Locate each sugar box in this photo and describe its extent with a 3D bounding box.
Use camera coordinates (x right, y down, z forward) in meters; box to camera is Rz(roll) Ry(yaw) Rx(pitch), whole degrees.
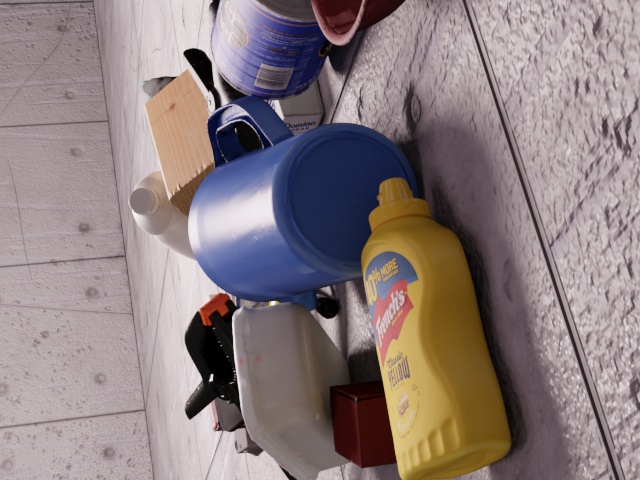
[{"bbox_3d":[-0.043,-0.113,1.047,0.176,0.048,0.093,110,151,-61],"label":"sugar box"}]

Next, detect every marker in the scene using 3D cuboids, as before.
[{"bbox_3d":[-0.006,0.057,1.019,0.121,0.020,0.020,-163,68,-74],"label":"marker"}]

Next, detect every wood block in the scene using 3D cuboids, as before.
[{"bbox_3d":[-0.130,-0.105,1.227,0.090,0.091,0.206,44,-166,-37],"label":"wood block"}]

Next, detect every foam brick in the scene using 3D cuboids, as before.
[{"bbox_3d":[0.043,0.135,0.795,0.078,0.053,0.051,173,92,-76],"label":"foam brick"}]

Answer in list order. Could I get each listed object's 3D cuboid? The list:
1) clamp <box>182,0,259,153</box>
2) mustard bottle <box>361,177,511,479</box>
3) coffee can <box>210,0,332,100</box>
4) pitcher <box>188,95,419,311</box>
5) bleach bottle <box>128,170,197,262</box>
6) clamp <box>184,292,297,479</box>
[{"bbox_3d":[-0.091,-0.146,1.041,0.120,0.039,0.171,119,132,-62],"label":"clamp"},{"bbox_3d":[0.065,0.049,0.672,0.096,0.058,0.191,125,139,-61],"label":"mustard bottle"},{"bbox_3d":[-0.031,-0.190,0.865,0.140,0.102,0.103,123,139,-67],"label":"coffee can"},{"bbox_3d":[-0.021,-0.029,0.831,0.243,0.149,0.145,166,124,-72],"label":"pitcher"},{"bbox_3d":[-0.166,-0.025,1.287,0.250,0.068,0.102,19,-118,-75],"label":"bleach bottle"},{"bbox_3d":[-0.087,0.129,0.986,0.165,0.036,0.210,19,137,38],"label":"clamp"}]
